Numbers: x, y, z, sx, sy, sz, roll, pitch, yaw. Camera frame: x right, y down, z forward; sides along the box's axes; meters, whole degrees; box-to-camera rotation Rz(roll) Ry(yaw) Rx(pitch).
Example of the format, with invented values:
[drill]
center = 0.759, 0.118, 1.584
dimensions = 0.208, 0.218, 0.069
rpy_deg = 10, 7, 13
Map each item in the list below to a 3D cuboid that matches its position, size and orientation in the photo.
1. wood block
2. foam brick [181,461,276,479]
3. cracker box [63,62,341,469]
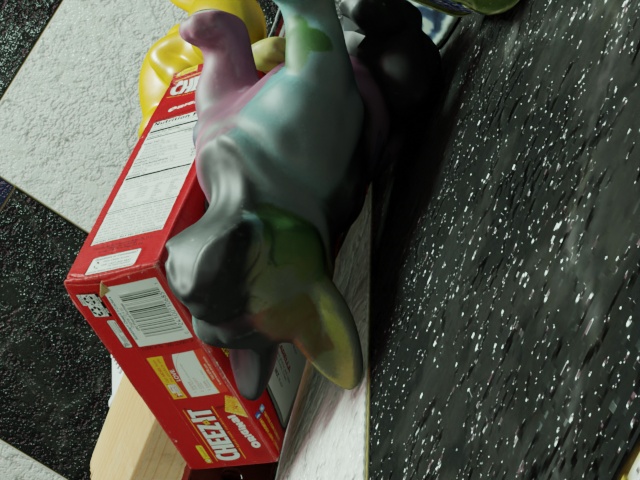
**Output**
[wood block]
center = -0.108, 0.143, 0.826
dimensions = 0.091, 0.090, 0.206
rpy_deg = -110, 36, -44
[foam brick]
center = -0.060, 0.150, 0.696
dimensions = 0.078, 0.053, 0.051
rpy_deg = -77, 11, -49
[cracker box]
center = -0.063, 0.009, 0.675
dimensions = 0.213, 0.072, 0.164
rpy_deg = -75, -34, -47
